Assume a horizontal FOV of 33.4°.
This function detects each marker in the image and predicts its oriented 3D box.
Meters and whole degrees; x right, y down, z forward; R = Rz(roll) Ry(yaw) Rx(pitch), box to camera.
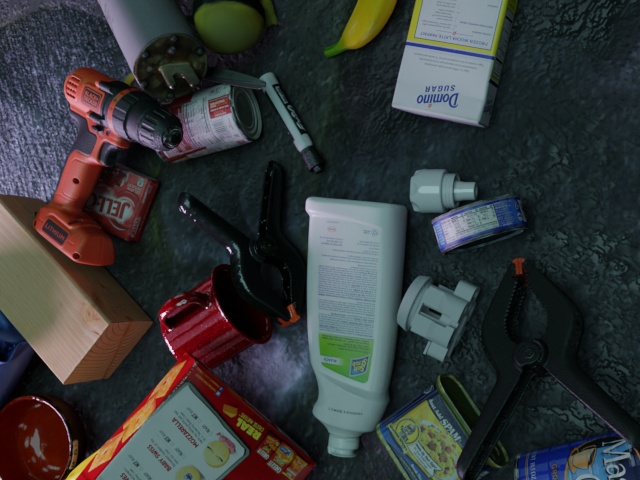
[{"bbox_3d":[-0.029,-0.121,1.112,0.020,0.020,0.121,-34,75,17],"label":"marker"}]

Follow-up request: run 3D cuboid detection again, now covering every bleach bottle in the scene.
[{"bbox_3d":[0.026,0.086,1.055,0.103,0.068,0.251,6,92,23],"label":"bleach bottle"}]

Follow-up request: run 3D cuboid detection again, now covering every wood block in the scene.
[{"bbox_3d":[-0.295,0.051,1.176,0.206,0.090,0.091,44,103,18],"label":"wood block"}]

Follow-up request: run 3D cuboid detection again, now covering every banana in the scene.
[{"bbox_3d":[0.054,-0.278,1.077,0.070,0.037,0.198,16,93,21],"label":"banana"}]

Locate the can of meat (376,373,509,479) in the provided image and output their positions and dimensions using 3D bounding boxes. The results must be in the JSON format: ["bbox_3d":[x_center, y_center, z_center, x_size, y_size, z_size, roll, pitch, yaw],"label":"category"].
[{"bbox_3d":[0.114,0.192,1.015,0.084,0.057,0.102,-39,73,18],"label":"can of meat"}]

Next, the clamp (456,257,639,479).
[{"bbox_3d":[0.201,0.110,0.948,0.165,0.036,0.210,-10,57,27],"label":"clamp"}]

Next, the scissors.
[{"bbox_3d":[-0.142,-0.165,1.114,0.096,0.016,0.202,-45,45,-6],"label":"scissors"}]

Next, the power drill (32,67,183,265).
[{"bbox_3d":[-0.224,-0.073,1.110,0.185,0.057,0.188,31,105,42],"label":"power drill"}]

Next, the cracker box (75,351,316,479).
[{"bbox_3d":[-0.136,0.243,1.042,0.164,0.072,0.213,42,82,-13],"label":"cracker box"}]

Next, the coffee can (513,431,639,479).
[{"bbox_3d":[0.253,0.220,0.930,0.140,0.102,0.103,-19,80,21],"label":"coffee can"}]

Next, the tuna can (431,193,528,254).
[{"bbox_3d":[0.149,-0.014,0.996,0.086,0.086,0.034,-19,81,21],"label":"tuna can"}]

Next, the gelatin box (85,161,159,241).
[{"bbox_3d":[-0.230,-0.048,1.186,0.089,0.030,0.073,24,97,23],"label":"gelatin box"}]

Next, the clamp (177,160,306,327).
[{"bbox_3d":[-0.057,0.001,1.093,0.120,0.039,0.171,-32,93,-22],"label":"clamp"}]

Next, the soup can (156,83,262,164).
[{"bbox_3d":[-0.121,-0.125,1.125,0.102,0.068,0.068,-13,82,21],"label":"soup can"}]

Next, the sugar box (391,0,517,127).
[{"bbox_3d":[0.136,-0.204,1.035,0.093,0.048,0.176,15,97,22],"label":"sugar box"}]

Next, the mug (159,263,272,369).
[{"bbox_3d":[-0.116,0.081,1.088,0.082,0.117,0.093,-33,59,22],"label":"mug"}]
